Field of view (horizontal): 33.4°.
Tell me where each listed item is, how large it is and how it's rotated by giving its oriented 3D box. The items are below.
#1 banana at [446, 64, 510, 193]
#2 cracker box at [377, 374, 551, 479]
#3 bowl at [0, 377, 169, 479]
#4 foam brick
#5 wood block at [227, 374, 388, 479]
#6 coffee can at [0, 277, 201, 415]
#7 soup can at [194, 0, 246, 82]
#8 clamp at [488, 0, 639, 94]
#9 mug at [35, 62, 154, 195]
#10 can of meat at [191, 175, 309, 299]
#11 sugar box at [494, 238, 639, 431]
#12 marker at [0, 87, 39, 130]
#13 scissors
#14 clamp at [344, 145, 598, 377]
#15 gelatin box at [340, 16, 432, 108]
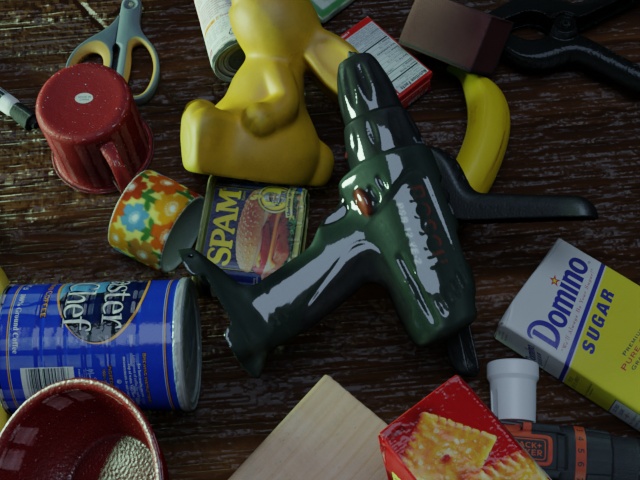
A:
[{"bbox_3d":[0.124,-0.070,0.921,0.070,0.037,0.197,-1,58,34],"label":"banana"},{"bbox_3d":[0.127,0.205,0.654,0.072,0.164,0.214,-34,63,-11],"label":"cracker box"},{"bbox_3d":[-0.164,0.181,0.762,0.162,0.055,0.162,-8,73,27],"label":"bowl"},{"bbox_3d":[0.120,-0.184,0.946,0.078,0.052,0.051,28,108,27],"label":"foam brick"},{"bbox_3d":[-0.030,0.209,0.763,0.090,0.091,0.206,38,72,18],"label":"wood block"},{"bbox_3d":[-0.168,0.082,0.823,0.140,0.103,0.103,-2,65,2],"label":"coffee can"},{"bbox_3d":[-0.077,-0.204,0.974,0.068,0.068,0.102,-15,65,-4],"label":"soup can"},{"bbox_3d":[0.228,-0.196,0.972,0.171,0.039,0.120,12,61,9],"label":"clamp"},{"bbox_3d":[-0.191,-0.090,0.917,0.093,0.081,0.117,-26,66,-9],"label":"mug"},{"bbox_3d":[-0.056,0.001,0.882,0.084,0.057,0.102,6,65,3],"label":"can of meat"},{"bbox_3d":[0.236,0.083,0.835,0.176,0.048,0.093,33,71,15],"label":"sugar box"},{"bbox_3d":[-0.303,-0.136,0.979,0.121,0.020,0.020,34,71,17],"label":"marker"},{"bbox_3d":[-0.197,-0.212,1.011,0.096,0.016,0.202,-10,64,-2],"label":"scissors"},{"bbox_3d":[0.094,-0.004,0.853,0.210,0.036,0.164,34,99,30],"label":"clamp"},{"bbox_3d":[0.045,-0.150,0.963,0.073,0.030,0.089,-39,69,-16],"label":"gelatin box"}]
